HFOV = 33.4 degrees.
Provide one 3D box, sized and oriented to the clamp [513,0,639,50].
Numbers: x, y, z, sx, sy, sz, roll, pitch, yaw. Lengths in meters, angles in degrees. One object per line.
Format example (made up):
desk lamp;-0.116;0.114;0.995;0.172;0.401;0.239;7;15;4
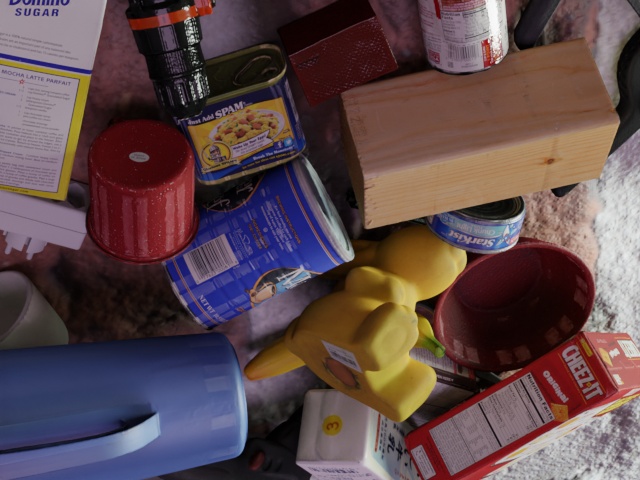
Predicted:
clamp;0.221;-0.229;0.845;0.120;0.039;0.171;-6;129;-8

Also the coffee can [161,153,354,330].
coffee can;-0.056;0.001;0.915;0.140;0.103;0.102;-27;127;8

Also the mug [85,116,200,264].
mug;-0.145;-0.050;0.849;0.093;0.117;0.081;-14;145;-18

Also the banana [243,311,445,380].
banana;0.023;0.096;1.025;0.198;0.069;0.037;-11;110;16

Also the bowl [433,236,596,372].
bowl;0.181;0.051;1.036;0.162;0.055;0.162;-6;127;-8

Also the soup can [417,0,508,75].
soup can;0.110;-0.189;0.832;0.068;0.068;0.102;-15;128;-2

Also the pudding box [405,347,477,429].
pudding box;0.091;0.150;1.082;0.089;0.039;0.114;18;141;-25

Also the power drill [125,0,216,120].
power drill;-0.052;-0.193;0.777;0.187;0.057;0.184;-15;112;-5

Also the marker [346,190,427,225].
marker;0.079;-0.026;0.978;0.121;0.020;0.020;14;122;-21

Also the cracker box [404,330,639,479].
cracker box;0.209;0.167;1.058;0.214;0.072;0.164;-35;160;23

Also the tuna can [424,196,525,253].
tuna can;0.138;-0.026;0.949;0.086;0.086;0.034;1;124;-14

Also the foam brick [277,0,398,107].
foam brick;0.013;-0.153;0.848;0.078;0.051;0.053;-23;127;5

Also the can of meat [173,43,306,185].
can of meat;-0.068;-0.101;0.866;0.102;0.057;0.084;-17;130;1

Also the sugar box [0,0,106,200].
sugar box;-0.218;-0.119;0.786;0.093;0.048;0.176;10;120;-17

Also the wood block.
wood block;0.125;-0.087;0.881;0.206;0.090;0.091;-12;152;-4

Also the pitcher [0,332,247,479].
pitcher;-0.185;0.146;0.871;0.242;0.149;0.145;-7;141;-15
